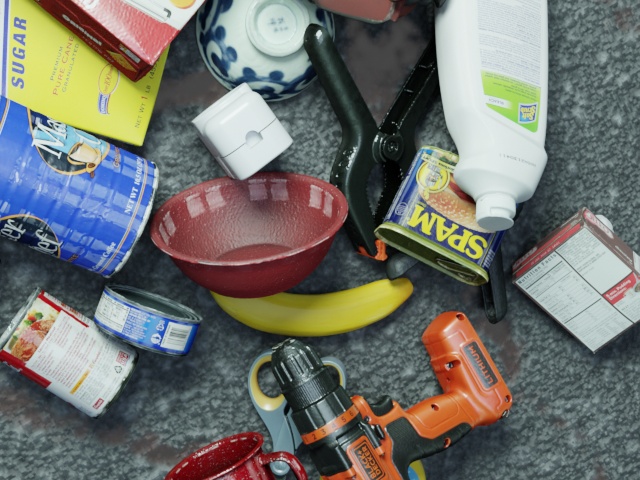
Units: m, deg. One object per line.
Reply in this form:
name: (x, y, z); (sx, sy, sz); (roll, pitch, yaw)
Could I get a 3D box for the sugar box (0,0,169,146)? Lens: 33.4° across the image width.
sugar box: (-0.219, -0.144, 0.868); (0.176, 0.048, 0.093); (15, 91, -15)

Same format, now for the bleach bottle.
bleach bottle: (0.138, -0.130, 0.883); (0.102, 0.068, 0.251); (11, 66, -16)

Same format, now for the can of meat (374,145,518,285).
can of meat: (0.110, -0.022, 0.904); (0.102, 0.057, 0.084); (27, 78, -2)

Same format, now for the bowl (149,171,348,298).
bowl: (-0.056, 0.001, 0.873); (0.162, 0.162, 0.055); (-12, 119, -11)

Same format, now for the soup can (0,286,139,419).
soup can: (-0.210, 0.094, 0.884); (0.102, 0.068, 0.068); (35, 88, -14)

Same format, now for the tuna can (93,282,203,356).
tuna can: (-0.143, 0.066, 0.886); (0.086, 0.086, 0.034); (20, 93, -13)

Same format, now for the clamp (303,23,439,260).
clamp: (0.058, -0.089, 0.926); (0.164, 0.036, 0.210); (-15, 111, -34)

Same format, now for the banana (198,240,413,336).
banana: (-0.015, 0.051, 0.937); (0.197, 0.037, 0.069); (11, 93, -13)

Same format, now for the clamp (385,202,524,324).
clamp: (0.144, -0.012, 0.959); (0.120, 0.039, 0.171); (33, 84, -20)

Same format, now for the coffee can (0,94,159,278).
coffee can: (-0.213, -0.042, 0.840); (0.140, 0.103, 0.103); (24, 90, -23)

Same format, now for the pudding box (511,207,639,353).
pudding box: (0.244, 0.038, 0.971); (0.113, 0.039, 0.090); (41, 121, -11)

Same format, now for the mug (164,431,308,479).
mug: (-0.064, 0.218, 0.909); (0.117, 0.093, 0.081); (-22, 98, 12)

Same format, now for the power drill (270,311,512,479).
power drill: (0.063, 0.135, 0.916); (0.187, 0.057, 0.184); (-29, 91, -31)

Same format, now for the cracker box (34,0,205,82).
cracker box: (-0.140, -0.258, 0.837); (0.164, 0.072, 0.213); (39, 72, -13)

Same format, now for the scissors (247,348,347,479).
scissors: (-0.048, 0.182, 0.953); (0.096, 0.016, 0.202); (31, 100, 3)
